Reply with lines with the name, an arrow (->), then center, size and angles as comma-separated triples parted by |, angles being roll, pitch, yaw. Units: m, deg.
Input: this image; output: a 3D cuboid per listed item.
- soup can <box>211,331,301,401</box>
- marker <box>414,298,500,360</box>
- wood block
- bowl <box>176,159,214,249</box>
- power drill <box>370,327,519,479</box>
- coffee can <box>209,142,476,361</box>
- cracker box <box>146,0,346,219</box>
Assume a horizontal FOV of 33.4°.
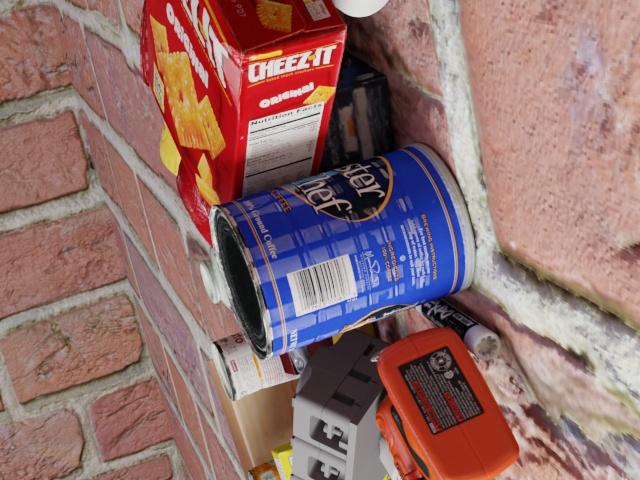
soup can -> -0.056, 0.122, 1.125 | 0.069, 0.102, 0.068 | 162, 90, -75
marker -> 0.083, 0.050, 0.713 | 0.121, 0.020, 0.020 | -143, 38, -65
wood block -> -0.056, 0.224, 1.263 | 0.091, 0.090, 0.206 | 146, 106, -73
bowl -> -0.093, -0.037, 1.042 | 0.162, 0.055, 0.162 | 58, -171, -15
power drill -> 0.088, 0.155, 0.707 | 0.187, 0.057, 0.184 | 83, 160, -58
coffee can -> 0.013, 0.006, 0.678 | 0.103, 0.140, 0.103 | 162, 90, -75
cracker box -> -0.059, -0.119, 0.688 | 0.214, 0.072, 0.164 | 102, 145, -60
